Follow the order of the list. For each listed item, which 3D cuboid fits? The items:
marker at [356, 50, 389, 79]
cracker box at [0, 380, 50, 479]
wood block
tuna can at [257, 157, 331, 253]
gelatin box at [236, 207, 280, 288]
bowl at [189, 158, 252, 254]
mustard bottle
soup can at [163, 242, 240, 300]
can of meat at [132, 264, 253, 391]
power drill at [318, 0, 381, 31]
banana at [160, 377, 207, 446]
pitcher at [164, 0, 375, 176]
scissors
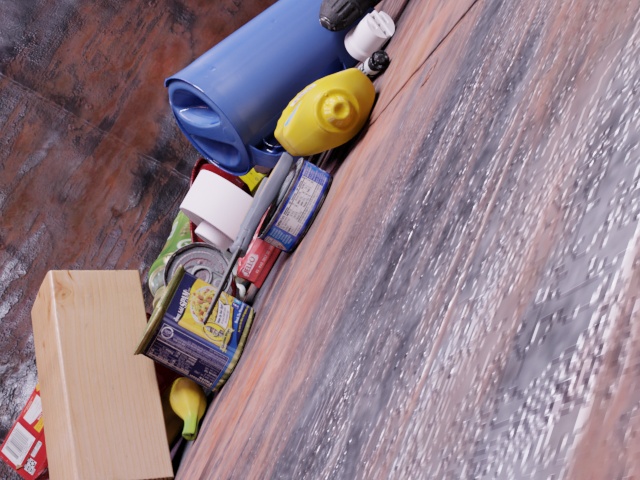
[{"bbox_3d":[0.049,-0.174,1.082,0.020,0.020,0.121,-62,8,-5],"label":"marker"},{"bbox_3d":[-0.289,0.216,1.372,0.164,0.072,0.213,-59,-22,9],"label":"cracker box"},{"bbox_3d":[-0.206,0.139,0.988,0.090,0.090,0.206,-52,46,50],"label":"wood block"},{"bbox_3d":[-0.024,-0.032,0.988,0.086,0.033,0.086,-59,8,13],"label":"tuna can"},{"bbox_3d":[-0.057,0.001,1.100,0.073,0.030,0.089,-60,7,11],"label":"gelatin box"},{"bbox_3d":[-0.113,-0.022,1.300,0.162,0.055,0.162,-4,-90,-82],"label":"bowl"},{"bbox_3d":[0.006,-0.121,1.006,0.096,0.058,0.192,-41,8,-1],"label":"mustard bottle"},{"bbox_3d":[-0.118,0.051,1.084,0.102,0.068,0.068,85,-150,-70],"label":"soup can"},{"bbox_3d":[-0.113,0.081,0.976,0.058,0.084,0.102,-57,9,30],"label":"can of meat"},{"bbox_3d":[0.072,-0.308,1.092,0.184,0.057,0.188,-49,-1,-12],"label":"power drill"},{"bbox_3d":[-0.144,0.171,1.028,0.069,0.037,0.198,-65,8,-26],"label":"banana"},{"bbox_3d":[-0.039,-0.188,1.192,0.242,0.149,0.145,-43,16,-21],"label":"pitcher"},{"bbox_3d":[-0.063,-0.013,0.978,0.096,0.016,0.201,-56,9,32],"label":"scissors"}]
